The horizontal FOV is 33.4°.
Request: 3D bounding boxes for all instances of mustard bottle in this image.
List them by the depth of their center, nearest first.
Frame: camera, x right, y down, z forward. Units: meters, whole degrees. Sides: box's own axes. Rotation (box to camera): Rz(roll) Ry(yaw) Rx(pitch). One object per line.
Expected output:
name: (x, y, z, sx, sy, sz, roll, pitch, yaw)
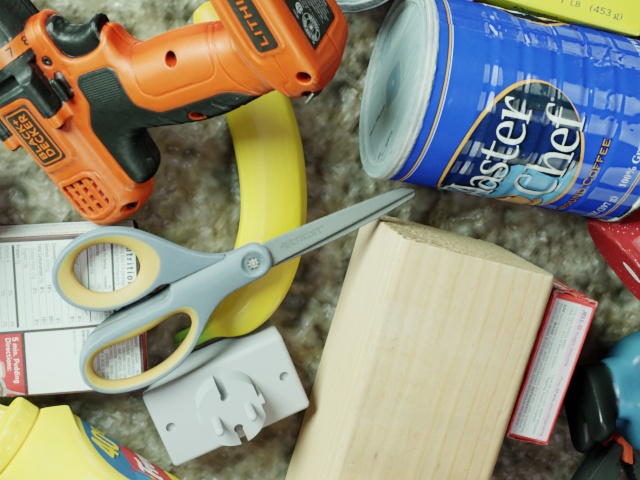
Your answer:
mustard bottle: (-0.108, 0.140, 0.573, 0.191, 0.096, 0.058, 34, 82, -15)

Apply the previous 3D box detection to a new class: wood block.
wood block: (0.047, 0.098, 0.605, 0.090, 0.091, 0.206, 14, 98, -14)

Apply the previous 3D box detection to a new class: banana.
banana: (-0.041, -0.029, 0.589, 0.069, 0.037, 0.198, 2, 101, -14)

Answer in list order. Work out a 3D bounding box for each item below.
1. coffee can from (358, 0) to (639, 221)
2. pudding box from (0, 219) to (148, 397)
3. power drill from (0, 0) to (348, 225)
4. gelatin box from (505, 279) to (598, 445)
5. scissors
coffee can: (0.103, -0.071, 0.577, 0.140, 0.103, 0.103, 10, 99, -14)
pudding box: (-0.152, 0.037, 0.579, 0.113, 0.039, 0.090, -3, 101, -13)
power drill: (-0.096, -0.104, 0.504, 0.188, 0.057, 0.184, -18, 121, 33)
gelatin box: (0.119, 0.064, 0.622, 0.030, 0.073, 0.089, 15, 98, -15)
scissors: (-0.054, 0.001, 0.564, 0.201, 0.016, 0.096, -39, 105, -3)
